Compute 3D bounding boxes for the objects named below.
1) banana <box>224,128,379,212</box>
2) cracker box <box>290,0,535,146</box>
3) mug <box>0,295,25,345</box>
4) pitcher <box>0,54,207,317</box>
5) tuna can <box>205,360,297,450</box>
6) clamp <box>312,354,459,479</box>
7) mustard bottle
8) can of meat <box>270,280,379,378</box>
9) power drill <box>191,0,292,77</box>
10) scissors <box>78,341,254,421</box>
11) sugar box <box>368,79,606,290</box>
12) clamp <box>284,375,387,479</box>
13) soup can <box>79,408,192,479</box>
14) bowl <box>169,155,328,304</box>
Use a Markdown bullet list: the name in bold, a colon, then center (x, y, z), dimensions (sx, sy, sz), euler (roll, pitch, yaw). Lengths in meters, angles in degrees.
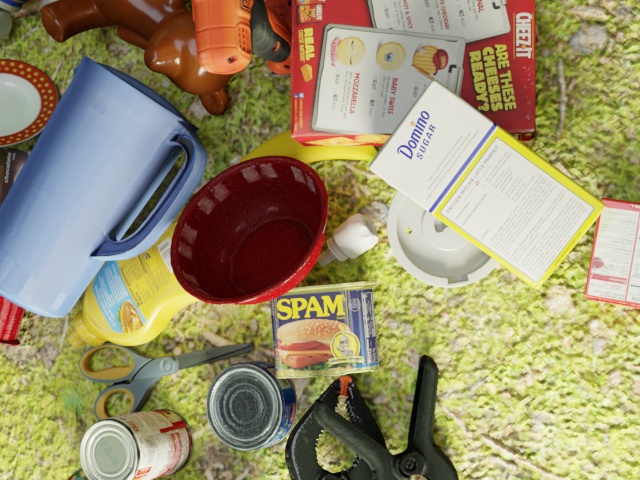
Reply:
- **banana**: center (-0.030, -0.072, 1.032), dimensions (0.198, 0.037, 0.069), euler (-17, 80, 21)
- **cracker box**: center (0.083, -0.169, 0.953), dimensions (0.214, 0.072, 0.164), euler (0, 87, 11)
- **mug**: center (-0.360, 0.059, 1.146), dimensions (0.117, 0.093, 0.081), euler (13, 86, 60)
- **pitcher**: center (-0.228, -0.044, 1.046), dimensions (0.145, 0.149, 0.243), euler (32, 92, -21)
- **tuna can**: center (-0.067, 0.160, 1.035), dimensions (0.086, 0.033, 0.086), euler (-2, 86, 23)
- **clamp**: center (0.065, 0.197, 0.955), dimensions (0.120, 0.039, 0.171), euler (-14, 81, -2)
- **mustard bottle**: center (-0.183, 0.051, 1.078), dimensions (0.192, 0.058, 0.096), euler (-36, 71, 17)
- **can of meat**: center (0.003, 0.083, 0.998), dimensions (0.102, 0.057, 0.084), euler (-6, 87, 23)
- **power drill**: center (-0.062, -0.233, 0.975), dimensions (0.057, 0.187, 0.184), euler (-3, 87, 24)
- **scissors**: center (-0.160, 0.146, 1.086), dimensions (0.202, 0.016, 0.096), euler (2, 89, 23)
- **sugar box**: center (0.137, -0.047, 0.891), dimensions (0.176, 0.048, 0.093), euler (37, 101, 1)
- **clamp**: center (0.021, 0.232, 0.979), dimensions (0.164, 0.036, 0.210), euler (13, 81, -2)
- **soup can**: center (-0.179, 0.203, 1.043), dimensions (0.069, 0.102, 0.068), euler (-1, 86, 23)
- **bowl**: center (-0.056, 0.001, 0.988), dimensions (0.162, 0.055, 0.162), euler (-15, 52, 19)
